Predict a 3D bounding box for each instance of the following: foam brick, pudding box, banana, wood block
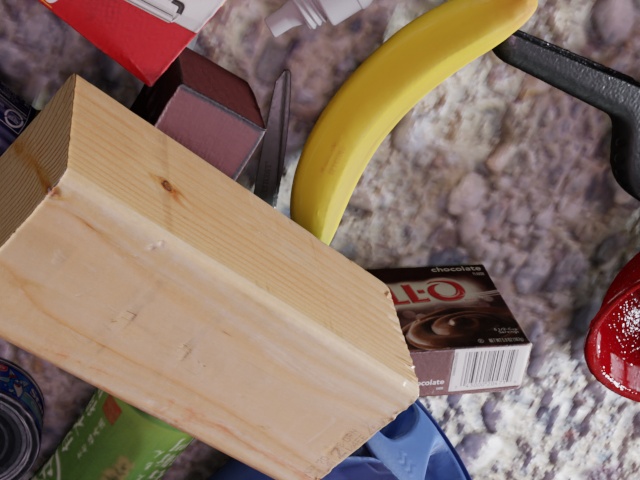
[{"bbox_3d":[-0.067,-0.062,0.559,0.051,0.078,0.053,27,108,-22],"label":"foam brick"},{"bbox_3d":[0.056,0.053,0.637,0.113,0.090,0.039,0,121,-12],"label":"pudding box"},{"bbox_3d":[0.037,-0.067,0.586,0.198,0.070,0.037,-55,158,15],"label":"banana"},{"bbox_3d":[-0.060,0.026,0.514,0.205,0.091,0.090,35,114,-29],"label":"wood block"}]

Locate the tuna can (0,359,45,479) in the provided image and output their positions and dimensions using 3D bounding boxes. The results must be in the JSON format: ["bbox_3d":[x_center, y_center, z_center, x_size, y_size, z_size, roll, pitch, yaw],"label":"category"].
[{"bbox_3d":[-0.212,0.114,0.650,0.086,0.034,0.086,-5,118,-9],"label":"tuna can"}]

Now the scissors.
[{"bbox_3d":[-0.054,0.001,0.630,0.096,0.016,0.202,-9,119,-6],"label":"scissors"}]
